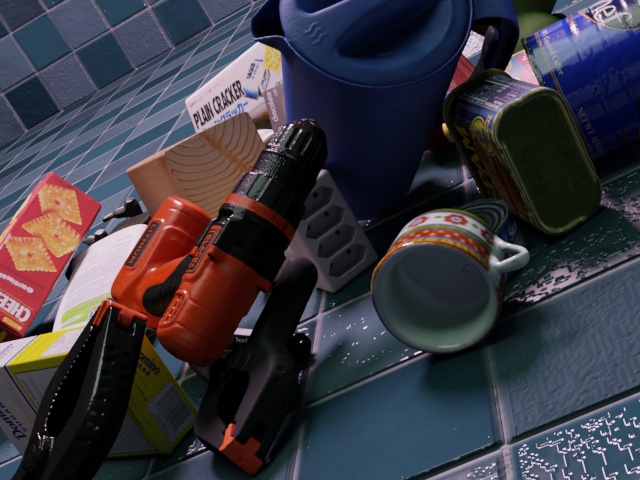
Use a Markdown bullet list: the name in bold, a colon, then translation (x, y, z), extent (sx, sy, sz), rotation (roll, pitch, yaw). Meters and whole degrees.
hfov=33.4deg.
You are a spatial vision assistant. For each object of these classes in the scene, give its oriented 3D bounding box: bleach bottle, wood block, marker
- **bleach bottle**: translation (-0.198, 0.073, 0.950), extent (0.103, 0.068, 0.250), rotation (-28, 21, 14)
- **wood block**: translation (-0.118, -0.059, 1.062), extent (0.090, 0.091, 0.206), rotation (-30, 8, -18)
- **marker**: translation (-0.045, 0.074, 0.775), extent (0.020, 0.020, 0.121), rotation (-41, 21, -28)

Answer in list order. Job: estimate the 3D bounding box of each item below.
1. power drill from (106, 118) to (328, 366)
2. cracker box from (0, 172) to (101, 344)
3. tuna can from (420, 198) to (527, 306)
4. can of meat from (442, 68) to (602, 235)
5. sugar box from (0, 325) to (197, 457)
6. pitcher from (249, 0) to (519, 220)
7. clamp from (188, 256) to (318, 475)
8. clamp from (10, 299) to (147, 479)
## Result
- **power drill**: translation (-0.078, 0.000, 0.769), extent (0.184, 0.057, 0.188), rotation (-59, 19, -16)
- **cracker box**: translation (-0.310, 0.054, 1.037), extent (0.164, 0.072, 0.213), rotation (-47, 15, 33)
- **tuna can**: translation (0.092, 0.010, 0.706), extent (0.086, 0.033, 0.086), rotation (-28, 18, 10)
- **can of meat**: translation (0.135, -0.059, 0.711), extent (0.057, 0.102, 0.084), rotation (-32, 20, -5)
- **sugar box**: translation (-0.175, 0.111, 0.766), extent (0.177, 0.093, 0.048), rotation (-12, 26, 44)
- **pitcher**: translation (0.042, -0.112, 0.813), extent (0.145, 0.149, 0.243), rotation (-51, -13, -20)
- **clamp**: translation (-0.041, 0.079, 0.696), extent (0.120, 0.039, 0.171), rotation (-49, 23, 13)
- **clamp**: translation (-0.155, 0.139, 0.631), extent (0.165, 0.036, 0.210), rotation (22, 85, 62)
